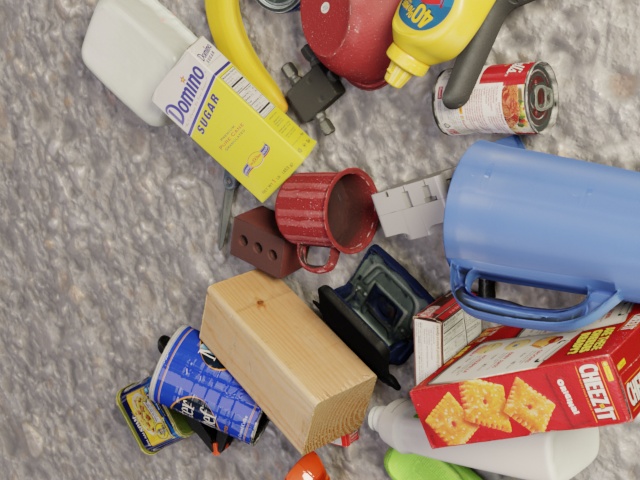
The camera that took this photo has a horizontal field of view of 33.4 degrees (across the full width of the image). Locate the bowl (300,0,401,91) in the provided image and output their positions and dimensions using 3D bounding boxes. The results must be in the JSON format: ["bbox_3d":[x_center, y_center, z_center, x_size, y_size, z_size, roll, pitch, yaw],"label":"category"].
[{"bbox_3d":[0.026,-0.229,1.060,0.162,0.055,0.162,19,112,55],"label":"bowl"}]

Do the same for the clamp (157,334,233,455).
[{"bbox_3d":[-0.140,0.195,1.391,0.120,0.039,0.171,-14,101,38],"label":"clamp"}]

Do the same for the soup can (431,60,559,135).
[{"bbox_3d":[0.166,-0.133,1.015,0.102,0.068,0.068,3,108,38],"label":"soup can"}]

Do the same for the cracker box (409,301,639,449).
[{"bbox_3d":[0.217,0.124,1.007,0.214,0.163,0.072,-17,97,40],"label":"cracker box"}]

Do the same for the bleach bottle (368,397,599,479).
[{"bbox_3d":[0.159,0.200,1.134,0.251,0.102,0.068,0,104,44],"label":"bleach bottle"}]

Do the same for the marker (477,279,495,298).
[{"bbox_3d":[0.169,0.007,1.096,0.020,0.020,0.121,7,110,36],"label":"marker"}]

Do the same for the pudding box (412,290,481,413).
[{"bbox_3d":[0.134,0.117,1.117,0.039,0.089,0.113,8,111,35],"label":"pudding box"}]

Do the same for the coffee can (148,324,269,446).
[{"bbox_3d":[-0.124,0.176,1.304,0.140,0.102,0.103,23,121,8],"label":"coffee can"}]

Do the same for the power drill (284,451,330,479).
[{"bbox_3d":[0.043,0.329,1.246,0.188,0.057,0.184,36,154,27],"label":"power drill"}]

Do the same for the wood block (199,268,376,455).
[{"bbox_3d":[-0.041,0.133,1.223,0.206,0.090,0.090,44,137,33],"label":"wood block"}]

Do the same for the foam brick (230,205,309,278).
[{"bbox_3d":[-0.058,0.002,1.248,0.078,0.051,0.053,25,120,28],"label":"foam brick"}]

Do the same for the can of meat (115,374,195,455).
[{"bbox_3d":[-0.218,0.231,1.452,0.084,0.057,0.102,-29,88,38],"label":"can of meat"}]

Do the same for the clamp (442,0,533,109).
[{"bbox_3d":[0.156,-0.245,0.984,0.210,0.036,0.165,-47,50,26],"label":"clamp"}]

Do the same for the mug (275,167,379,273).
[{"bbox_3d":[0.003,-0.022,1.162,0.082,0.093,0.117,4,84,42],"label":"mug"}]

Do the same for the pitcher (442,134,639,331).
[{"bbox_3d":[0.239,-0.001,0.963,0.243,0.144,0.149,12,112,31],"label":"pitcher"}]

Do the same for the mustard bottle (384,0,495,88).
[{"bbox_3d":[0.116,-0.218,0.946,0.192,0.058,0.096,-56,36,21],"label":"mustard bottle"}]

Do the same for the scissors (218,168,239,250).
[{"bbox_3d":[-0.091,-0.075,1.268,0.096,0.016,0.202,12,114,34],"label":"scissors"}]

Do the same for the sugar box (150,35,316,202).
[{"bbox_3d":[-0.098,-0.134,1.193,0.176,0.048,0.093,41,131,-7],"label":"sugar box"}]

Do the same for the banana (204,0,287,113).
[{"bbox_3d":[-0.090,-0.231,1.197,0.070,0.037,0.198,-7,102,39],"label":"banana"}]
